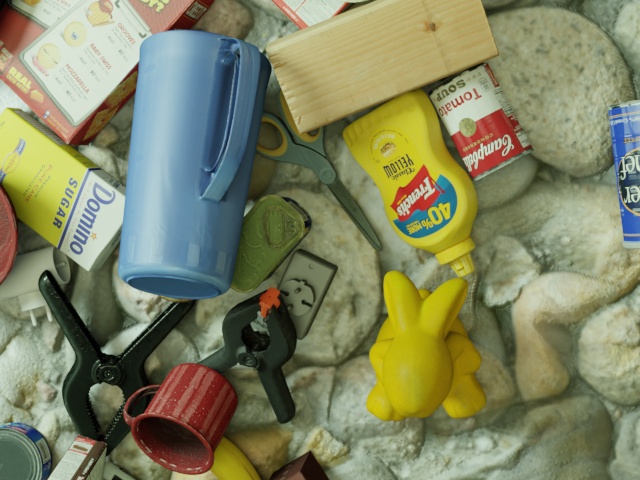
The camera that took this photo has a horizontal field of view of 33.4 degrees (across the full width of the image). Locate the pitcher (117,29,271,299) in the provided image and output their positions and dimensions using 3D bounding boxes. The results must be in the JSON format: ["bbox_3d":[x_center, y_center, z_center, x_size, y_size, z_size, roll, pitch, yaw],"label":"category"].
[{"bbox_3d":[-0.121,-0.073,1.026,0.145,0.149,0.243,2,74,13],"label":"pitcher"}]

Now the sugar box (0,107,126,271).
[{"bbox_3d":[-0.287,-0.055,1.149,0.176,0.048,0.093,36,99,6],"label":"sugar box"}]

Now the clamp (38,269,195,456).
[{"bbox_3d":[-0.217,0.133,1.149,0.164,0.036,0.210,0,103,-4],"label":"clamp"}]

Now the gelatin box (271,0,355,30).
[{"bbox_3d":[-0.001,-0.261,1.103,0.073,0.030,0.089,45,98,4],"label":"gelatin box"}]

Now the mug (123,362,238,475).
[{"bbox_3d":[-0.148,0.180,1.112,0.117,0.081,0.093,8,132,20],"label":"mug"}]

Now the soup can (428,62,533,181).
[{"bbox_3d":[0.160,-0.119,1.071,0.068,0.068,0.102,-28,89,9],"label":"soup can"}]

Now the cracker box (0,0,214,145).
[{"bbox_3d":[-0.243,-0.231,1.119,0.164,0.072,0.214,44,97,3],"label":"cracker box"}]

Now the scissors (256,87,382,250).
[{"bbox_3d":[-0.013,-0.069,1.125,0.096,0.016,0.202,-20,91,10],"label":"scissors"}]

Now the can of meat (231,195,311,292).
[{"bbox_3d":[-0.057,0.001,1.101,0.057,0.084,0.102,42,98,4],"label":"can of meat"}]

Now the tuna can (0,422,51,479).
[{"bbox_3d":[-0.343,0.246,1.183,0.086,0.033,0.086,1,94,8],"label":"tuna can"}]

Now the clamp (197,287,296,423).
[{"bbox_3d":[-0.060,0.121,1.101,0.120,0.039,0.172,25,134,-4],"label":"clamp"}]

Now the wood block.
[{"bbox_3d":[0.058,-0.188,1.052,0.206,0.090,0.091,-21,104,4],"label":"wood block"}]

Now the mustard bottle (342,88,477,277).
[{"bbox_3d":[0.105,-0.050,1.083,0.096,0.058,0.191,-28,91,32],"label":"mustard bottle"}]

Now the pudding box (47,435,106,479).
[{"bbox_3d":[-0.263,0.278,1.130,0.039,0.090,0.113,15,116,4],"label":"pudding box"}]

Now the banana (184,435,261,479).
[{"bbox_3d":[-0.088,0.277,1.150,0.070,0.037,0.198,-38,86,30],"label":"banana"}]

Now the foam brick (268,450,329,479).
[{"bbox_3d":[-0.024,0.264,1.117,0.053,0.078,0.051,-32,91,9],"label":"foam brick"}]

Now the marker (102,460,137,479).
[{"bbox_3d":[-0.188,0.282,1.170,0.121,0.020,0.020,33,97,5],"label":"marker"}]
